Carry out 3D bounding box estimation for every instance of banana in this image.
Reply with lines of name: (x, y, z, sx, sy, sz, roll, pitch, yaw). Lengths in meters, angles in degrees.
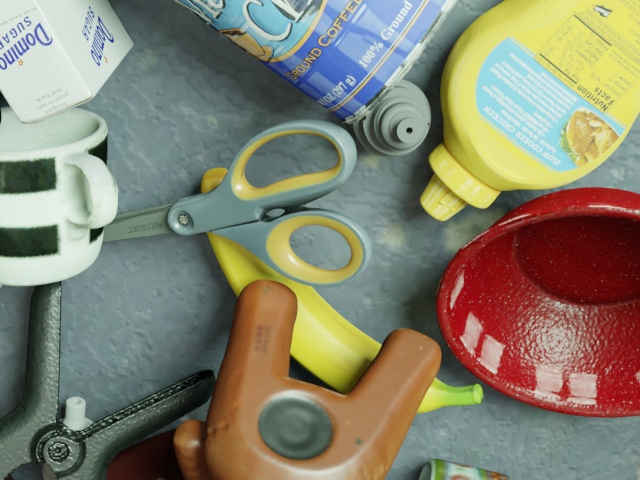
banana: (-0.001, 0.040, 0.602, 0.197, 0.037, 0.070, 39, 119, -9)

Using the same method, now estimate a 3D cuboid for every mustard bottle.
mustard bottle: (0.117, -0.083, 0.528, 0.096, 0.058, 0.192, 33, 113, -18)

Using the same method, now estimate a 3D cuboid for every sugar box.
sugar box: (-0.155, -0.148, 0.493, 0.048, 0.093, 0.176, -20, 113, 12)

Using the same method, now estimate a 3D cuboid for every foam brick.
foam brick: (-0.095, 0.168, 0.663, 0.053, 0.051, 0.078, -26, 111, 14)

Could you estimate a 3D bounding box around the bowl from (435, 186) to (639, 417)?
bowl: (0.144, 0.024, 0.563, 0.162, 0.055, 0.162, 9, 136, 9)

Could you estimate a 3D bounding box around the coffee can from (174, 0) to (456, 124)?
coffee can: (-0.015, -0.134, 0.486, 0.140, 0.102, 0.103, 34, 113, -13)

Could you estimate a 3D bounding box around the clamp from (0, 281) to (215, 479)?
clamp: (-0.157, 0.108, 0.617, 0.120, 0.039, 0.171, 42, 80, -6)

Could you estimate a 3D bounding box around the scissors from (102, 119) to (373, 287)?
scissors: (-0.054, 0.001, 0.562, 0.202, 0.016, 0.096, -26, 102, 35)
